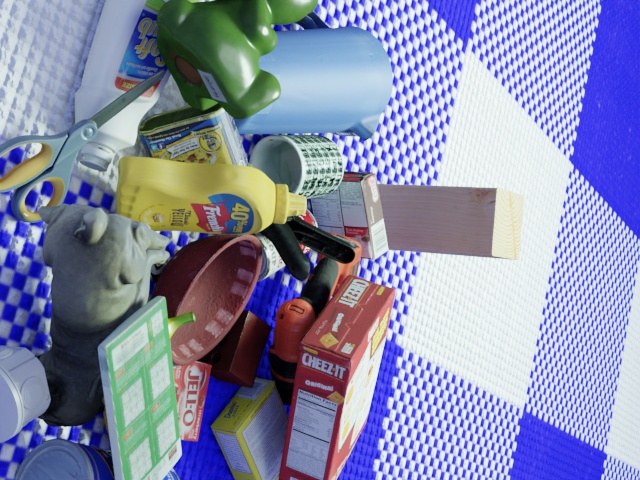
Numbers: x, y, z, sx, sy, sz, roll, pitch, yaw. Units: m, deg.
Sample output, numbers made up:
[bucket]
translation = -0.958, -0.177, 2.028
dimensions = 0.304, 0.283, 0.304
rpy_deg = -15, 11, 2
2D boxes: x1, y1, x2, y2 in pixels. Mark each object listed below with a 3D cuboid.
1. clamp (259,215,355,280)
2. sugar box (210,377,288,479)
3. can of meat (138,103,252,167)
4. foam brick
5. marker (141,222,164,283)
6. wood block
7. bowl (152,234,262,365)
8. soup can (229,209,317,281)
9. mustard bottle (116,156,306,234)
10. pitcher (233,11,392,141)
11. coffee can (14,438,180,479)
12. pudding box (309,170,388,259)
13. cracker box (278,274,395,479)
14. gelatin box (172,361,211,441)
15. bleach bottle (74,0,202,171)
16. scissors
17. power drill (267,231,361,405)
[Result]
[clamp]
translation = -0.048, -0.015, 1.205
dimensions = 0.039, 0.171, 0.120
rpy_deg = -60, 168, 19
[sugar box]
translation = -0.069, 0.263, 1.311
dimensions = 0.093, 0.048, 0.176
rpy_deg = -50, 135, -41
[can of meat]
translation = -0.133, -0.096, 1.128
dimensions = 0.057, 0.102, 0.084
rpy_deg = -89, 163, -64
[foam brick]
translation = -0.101, 0.124, 1.241
dimensions = 0.051, 0.053, 0.078
rpy_deg = 40, 60, -50
[marker]
translation = -0.175, 0.016, 1.108
dimensions = 0.121, 0.020, 0.020
rpy_deg = 86, 24, -65
[wood block]
translation = 0.164, -0.027, 1.470
dimensions = 0.090, 0.206, 0.091
rpy_deg = 9, 86, -55
[bowl]
translation = -0.132, 0.053, 1.154
dimensions = 0.162, 0.055, 0.162
rpy_deg = -49, 158, -27
[soup can]
translation = -0.058, 0.002, 1.275
dimensions = 0.102, 0.069, 0.068
rpy_deg = -31, 119, -49
[mustard bottle]
translation = -0.110, -0.042, 1.083
dimensions = 0.096, 0.191, 0.058
rpy_deg = 108, -18, -57
[pitcher]
translation = -0.040, -0.193, 1.241
dimensions = 0.242, 0.149, 0.145
rpy_deg = -12, 119, -51
[coffee can]
translation = -0.216, 0.256, 1.045
dimensions = 0.140, 0.103, 0.103
rpy_deg = 30, 69, -53
[pudding box]
translation = 0.034, -0.034, 1.384
dimensions = 0.039, 0.090, 0.113
rpy_deg = -33, 121, -47
[cracker box]
translation = 0.018, 0.173, 1.274
dimensions = 0.164, 0.072, 0.214
rpy_deg = -52, 155, -55
[gelatin box]
translation = -0.160, 0.174, 1.181
dimensions = 0.073, 0.030, 0.089
rpy_deg = 23, 76, -54
[bleach bottle]
translation = -0.184, -0.187, 1.078
dimensions = 0.102, 0.068, 0.251
rpy_deg = 32, 70, -53
[scissors]
translation = -0.225, -0.085, 1.011
dimensions = 0.201, 0.016, 0.096
rpy_deg = -28, 131, -26
[power drill]
translation = -0.009, 0.096, 1.336
dimensions = 0.184, 0.057, 0.187
rpy_deg = 99, 14, -48
